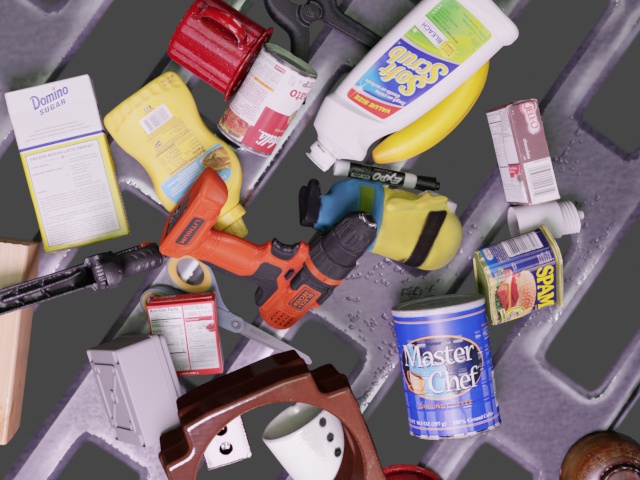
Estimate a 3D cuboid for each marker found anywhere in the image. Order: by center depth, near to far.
[{"bbox_3d":[0.075,-0.071,1.194,0.121,0.020,0.020,10,91,-6],"label":"marker"}]

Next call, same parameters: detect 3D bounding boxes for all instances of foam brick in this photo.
[{"bbox_3d":[-0.110,0.202,1.169,0.053,0.051,0.078,-17,94,-6],"label":"foam brick"}]

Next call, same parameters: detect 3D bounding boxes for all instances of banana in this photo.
[{"bbox_3d":[0.135,-0.158,1.191,0.070,0.037,0.198,31,87,15],"label":"banana"}]

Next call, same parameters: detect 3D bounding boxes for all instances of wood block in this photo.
[{"bbox_3d":[-0.355,0.099,1.120,0.090,0.090,0.206,6,92,-6],"label":"wood block"}]

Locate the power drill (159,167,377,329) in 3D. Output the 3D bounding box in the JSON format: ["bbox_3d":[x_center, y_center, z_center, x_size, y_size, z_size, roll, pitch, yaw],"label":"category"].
[{"bbox_3d":[-0.057,0.001,1.108,0.187,0.057,0.185,30,126,-18],"label":"power drill"}]

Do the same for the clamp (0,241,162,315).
[{"bbox_3d":[-0.233,0.034,1.085,0.165,0.209,0.036,-13,95,18],"label":"clamp"}]

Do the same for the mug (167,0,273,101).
[{"bbox_3d":[-0.107,-0.211,1.123,0.081,0.117,0.093,33,77,-2],"label":"mug"}]

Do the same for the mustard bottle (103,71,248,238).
[{"bbox_3d":[-0.141,-0.080,1.150,0.096,0.058,0.191,-37,95,-6],"label":"mustard bottle"}]

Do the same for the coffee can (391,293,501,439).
[{"bbox_3d":[0.138,0.135,1.167,0.102,0.103,0.140,-9,94,-6],"label":"coffee can"}]

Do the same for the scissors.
[{"bbox_3d":[-0.097,0.071,1.181,0.201,0.016,0.096,13,96,-6],"label":"scissors"}]

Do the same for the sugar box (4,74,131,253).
[{"bbox_3d":[-0.269,-0.081,1.144,0.093,0.048,0.176,-13,90,-5],"label":"sugar box"}]

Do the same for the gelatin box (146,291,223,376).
[{"bbox_3d":[-0.146,0.102,1.159,0.073,0.030,0.089,-5,109,0],"label":"gelatin box"}]

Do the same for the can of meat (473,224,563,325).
[{"bbox_3d":[0.217,0.041,1.177,0.084,0.057,0.102,-18,136,-3],"label":"can of meat"}]

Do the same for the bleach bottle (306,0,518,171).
[{"bbox_3d":[0.088,-0.167,1.149,0.102,0.068,0.251,45,95,0],"label":"bleach bottle"}]

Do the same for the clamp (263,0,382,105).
[{"bbox_3d":[-0.017,-0.238,1.168,0.120,0.039,0.171,-40,99,-8],"label":"clamp"}]

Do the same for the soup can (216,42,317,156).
[{"bbox_3d":[-0.056,-0.150,1.137,0.068,0.068,0.102,31,108,-7],"label":"soup can"}]

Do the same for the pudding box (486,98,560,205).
[{"bbox_3d":[0.221,-0.096,1.173,0.039,0.090,0.113,-13,94,-4],"label":"pudding box"}]
